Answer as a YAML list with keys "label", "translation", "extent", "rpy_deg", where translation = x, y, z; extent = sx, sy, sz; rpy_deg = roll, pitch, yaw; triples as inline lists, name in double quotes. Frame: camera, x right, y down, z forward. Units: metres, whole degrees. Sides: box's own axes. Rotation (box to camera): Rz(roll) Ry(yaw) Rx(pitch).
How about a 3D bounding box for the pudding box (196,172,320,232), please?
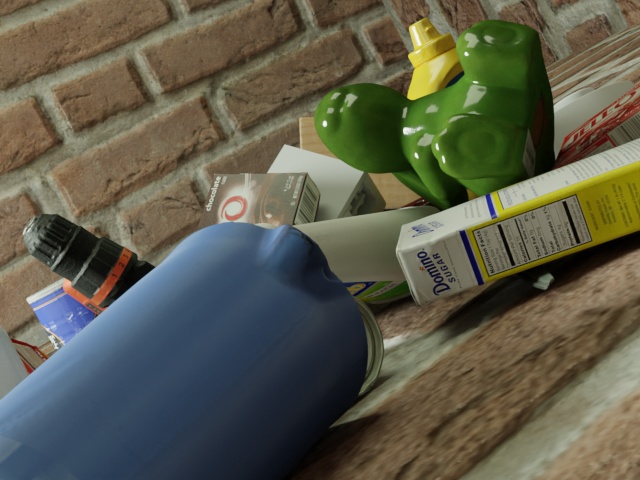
- label: "pudding box"
  translation: [-0.055, 0.001, 0.856]
  extent: [0.090, 0.039, 0.113]
  rpy_deg: [1, 61, 27]

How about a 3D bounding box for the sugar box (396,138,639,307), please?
- label: "sugar box"
  translation: [0.138, -0.013, 0.678]
  extent: [0.176, 0.048, 0.093]
  rpy_deg: [-23, 7, 11]

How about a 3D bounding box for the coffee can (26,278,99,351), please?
- label: "coffee can"
  translation: [-0.227, 0.097, 1.117]
  extent: [0.103, 0.140, 0.103]
  rpy_deg: [-28, 5, 3]

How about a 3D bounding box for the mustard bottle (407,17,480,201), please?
- label: "mustard bottle"
  translation: [0.127, -0.102, 0.917]
  extent: [0.096, 0.191, 0.058]
  rpy_deg: [-31, 6, -30]

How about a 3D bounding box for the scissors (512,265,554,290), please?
- label: "scissors"
  translation: [0.150, 0.006, 0.727]
  extent: [0.096, 0.016, 0.202]
  rpy_deg: [-29, 6, -11]

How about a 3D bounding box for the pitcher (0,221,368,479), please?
- label: "pitcher"
  translation: [-0.084, 0.101, 0.513]
  extent: [0.145, 0.149, 0.242]
  rpy_deg: [-8, 18, 29]

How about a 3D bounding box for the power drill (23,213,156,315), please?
- label: "power drill"
  translation: [-0.180, 0.040, 0.937]
  extent: [0.057, 0.184, 0.188]
  rpy_deg: [-57, 13, -10]

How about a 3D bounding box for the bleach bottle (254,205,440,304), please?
- label: "bleach bottle"
  translation: [-0.012, 0.018, 0.763]
  extent: [0.103, 0.068, 0.250]
  rpy_deg: [-23, -12, 41]
